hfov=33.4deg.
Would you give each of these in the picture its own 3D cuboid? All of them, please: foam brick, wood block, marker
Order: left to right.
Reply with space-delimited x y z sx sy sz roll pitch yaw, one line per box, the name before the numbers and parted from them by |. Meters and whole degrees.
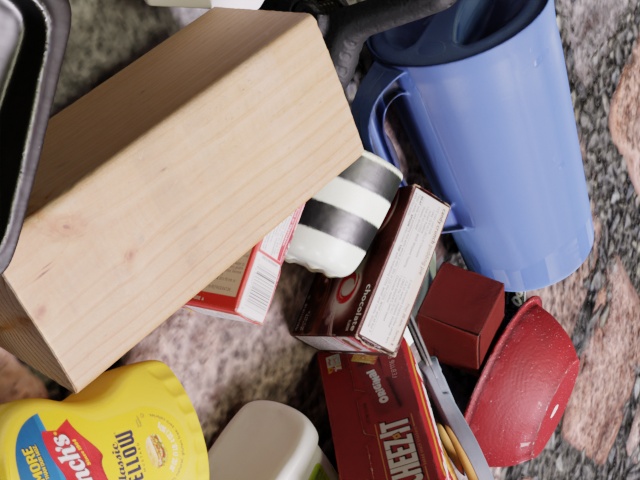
wood block | -0.086 -0.030 0.552 0.205 0.091 0.090 -41 127 -27
foam brick | 0.111 0.062 0.839 0.051 0.053 0.078 -60 159 -23
marker | 0.176 0.040 0.957 0.020 0.020 0.121 0 96 -50

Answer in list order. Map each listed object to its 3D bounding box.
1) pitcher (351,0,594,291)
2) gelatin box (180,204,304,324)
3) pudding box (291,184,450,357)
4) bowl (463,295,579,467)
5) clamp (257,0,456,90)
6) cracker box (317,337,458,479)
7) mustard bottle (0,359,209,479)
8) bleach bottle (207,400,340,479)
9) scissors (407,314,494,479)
pitcher | 0.123 -0.072 0.803 0.145 0.149 0.242 -81 153 -48
gelatin box | -0.054 0.001 0.635 0.030 0.073 0.089 34 69 -48
pudding box | 0.033 0.021 0.724 0.039 0.090 0.113 26 74 -23
bowl | 0.174 0.130 0.900 0.161 0.055 0.162 -47 150 -37
clamp | -0.001 -0.146 0.637 0.039 0.172 0.120 -11 70 -47
cracker box | 0.071 0.194 0.749 0.164 0.072 0.213 -103 172 -58
mustard bottle | -0.136 0.125 0.540 0.191 0.058 0.096 -12 87 -59
bleach bottle | 0.001 0.222 0.746 0.102 0.068 0.250 -54 135 -24
scissors | 0.083 0.106 0.809 0.016 0.096 0.202 -25 86 -7
